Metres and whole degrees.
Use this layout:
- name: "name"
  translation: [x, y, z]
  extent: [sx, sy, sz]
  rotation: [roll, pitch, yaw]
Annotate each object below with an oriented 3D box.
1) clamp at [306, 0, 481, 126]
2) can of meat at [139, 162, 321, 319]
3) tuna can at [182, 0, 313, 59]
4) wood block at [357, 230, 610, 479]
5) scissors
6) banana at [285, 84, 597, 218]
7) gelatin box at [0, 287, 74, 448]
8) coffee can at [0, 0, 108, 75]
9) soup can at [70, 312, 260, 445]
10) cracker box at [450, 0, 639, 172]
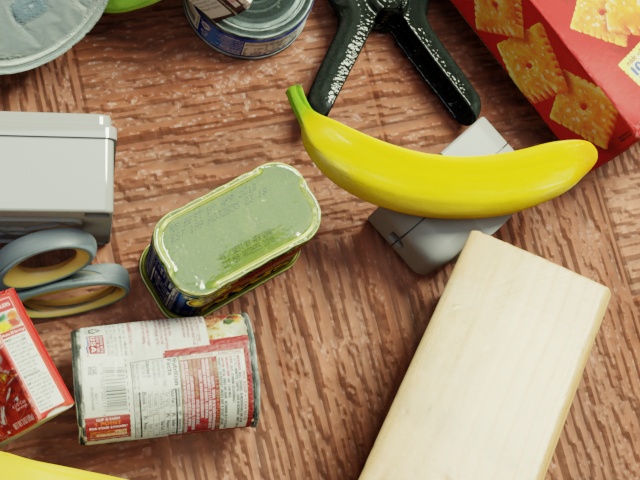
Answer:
- name: "clamp"
  translation: [0.050, -0.150, 0.715]
  extent: [0.120, 0.039, 0.171]
  rotation: [9, 73, -23]
- name: "can of meat"
  translation: [-0.054, 0.001, 0.635]
  extent: [0.102, 0.084, 0.057]
  rotation: [-29, 85, -17]
- name: "tuna can"
  translation: [-0.047, -0.165, 0.699]
  extent: [0.086, 0.034, 0.086]
  rotation: [2, 77, -11]
- name: "wood block"
  translation: [0.082, 0.111, 0.609]
  extent: [0.090, 0.091, 0.206]
  rotation: [24, 62, 8]
- name: "scissors"
  translation: [-0.207, 0.030, 0.597]
  extent: [0.201, 0.096, 0.016]
  rotation: [-8, 61, -16]
- name: "banana"
  translation: [0.073, -0.046, 0.638]
  extent: [0.197, 0.037, 0.069]
  rotation: [11, 77, -9]
- name: "gelatin box"
  translation: [-0.187, 0.078, 0.591]
  extent: [0.030, 0.089, 0.073]
  rotation: [-23, 83, -55]
- name: "coffee can"
  translation: [-0.199, -0.181, 0.617]
  extent: [0.102, 0.103, 0.140]
  rotation: [-30, 69, -16]
- name: "soup can"
  translation: [-0.090, 0.080, 0.618]
  extent: [0.102, 0.068, 0.068]
  rotation: [-5, 79, -12]
- name: "cracker box"
  translation: [0.179, -0.177, 0.717]
  extent: [0.164, 0.072, 0.214]
  rotation: [-35, 87, -28]
